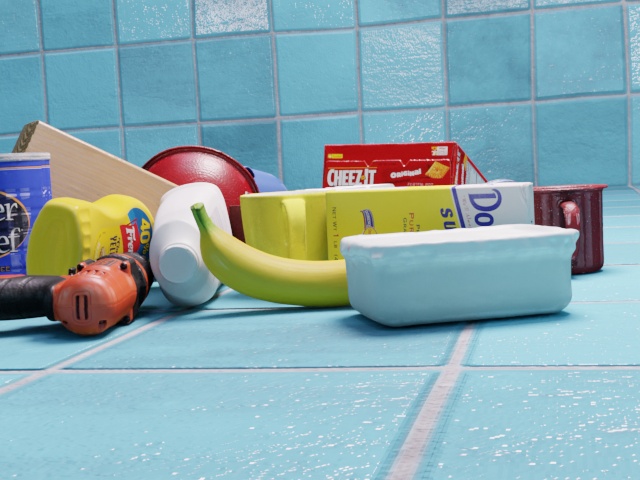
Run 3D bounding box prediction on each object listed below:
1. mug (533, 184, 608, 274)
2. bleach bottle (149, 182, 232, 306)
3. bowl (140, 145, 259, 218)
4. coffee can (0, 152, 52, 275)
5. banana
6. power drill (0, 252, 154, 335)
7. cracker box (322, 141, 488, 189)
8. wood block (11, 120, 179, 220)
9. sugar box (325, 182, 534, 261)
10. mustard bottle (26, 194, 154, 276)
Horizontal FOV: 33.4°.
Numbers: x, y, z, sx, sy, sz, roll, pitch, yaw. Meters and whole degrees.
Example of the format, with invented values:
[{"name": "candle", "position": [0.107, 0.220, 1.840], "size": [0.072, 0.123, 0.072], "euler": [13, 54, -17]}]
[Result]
[{"name": "mug", "position": [0.231, -0.010, 1.018], "size": [0.093, 0.081, 0.117], "euler": [-3, 4, 0]}, {"name": "bleach bottle", "position": [-0.120, 0.001, 0.968], "size": [0.068, 0.102, 0.251], "euler": [-13, 5, -1]}, {"name": "bowl", "position": [-0.152, -0.030, 1.272], "size": [0.162, 0.162, 0.055], "euler": [-2, 31, 6]}, {"name": "coffee can", "position": [-0.303, -0.011, 1.009], "size": [0.103, 0.140, 0.103], "euler": [-3, 4, 0]}, {"name": "banana", "position": [-0.013, 0.023, 0.859], "size": [0.197, 0.070, 0.037], "euler": [11, 34, -5]}, {"name": "power drill", "position": [-0.234, 0.039, 0.856], "size": [0.187, 0.057, 0.184], "euler": [-3, 4, 3]}, {"name": "cracker box", "position": [0.113, -0.063, 1.342], "size": [0.164, 0.072, 0.213], "euler": [0, -10, 20]}, {"name": "wood block", "position": [-0.233, -0.042, 1.145], "size": [0.205, 0.091, 0.090], "euler": [25, -8, -24]}, {"name": "sugar box", "position": [0.095, -0.001, 0.923], "size": [0.176, 0.093, 0.048], "euler": [-2, 5, 21]}, {"name": "mustard bottle", "position": [-0.205, 0.005, 1.027], "size": [0.058, 0.096, 0.191], "euler": [12, 8, 17]}]
